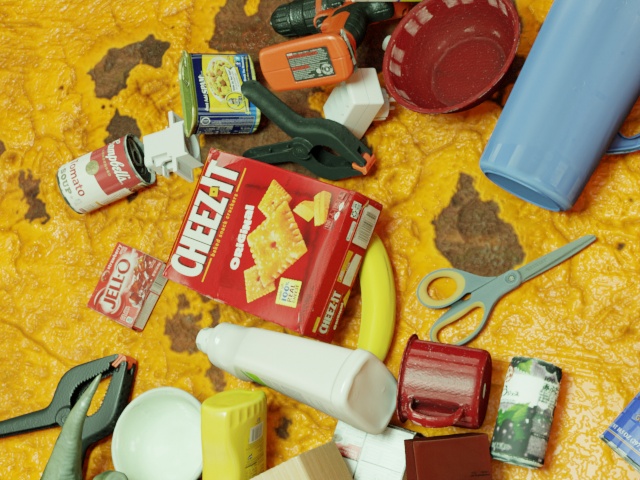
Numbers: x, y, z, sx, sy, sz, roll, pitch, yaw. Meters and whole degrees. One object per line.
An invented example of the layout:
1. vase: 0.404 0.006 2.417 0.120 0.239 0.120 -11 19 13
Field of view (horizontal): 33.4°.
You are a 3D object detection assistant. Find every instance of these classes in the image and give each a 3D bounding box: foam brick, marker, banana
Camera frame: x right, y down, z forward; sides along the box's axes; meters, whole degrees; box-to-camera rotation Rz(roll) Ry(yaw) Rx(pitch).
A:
1. foam brick: 0.126 0.221 1.060 0.078 0.051 0.053 -4 82 -9
2. marker: 0.124 -0.205 1.234 0.121 0.020 0.020 32 87 26
3. banana: 0.051 0.052 1.174 0.070 0.037 0.198 -28 63 30

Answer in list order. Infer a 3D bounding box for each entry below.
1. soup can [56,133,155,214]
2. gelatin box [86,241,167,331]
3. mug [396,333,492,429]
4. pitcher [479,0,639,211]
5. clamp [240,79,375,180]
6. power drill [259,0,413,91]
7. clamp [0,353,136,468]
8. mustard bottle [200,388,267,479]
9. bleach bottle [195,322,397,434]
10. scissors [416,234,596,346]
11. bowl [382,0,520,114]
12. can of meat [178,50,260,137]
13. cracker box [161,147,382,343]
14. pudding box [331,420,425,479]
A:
1. soup can: -0.265 -0.081 1.320 0.102 0.068 0.068 -22 67 14
2. gelatin box: -0.230 0.056 1.283 0.073 0.030 0.089 22 82 26
3. mug: 0.124 0.151 1.074 0.082 0.117 0.093 7 115 18
4. pitcher: 0.275 -0.152 1.107 0.149 0.144 0.243 27 88 41
5. clamp: -0.021 -0.121 1.219 0.172 0.120 0.039 12 52 20
6. power drill: -0.001 -0.239 1.223 0.185 0.057 0.187 -7 32 28
7. clamp: -0.287 0.222 1.249 0.210 0.036 0.165 -42 69 5
8. mustard bottle: -0.090 0.258 1.122 0.058 0.096 0.191 2 96 20
9. bleach bottle: -0.041 0.131 1.130 0.251 0.102 0.068 14 66 39
10. scissors: 0.186 0.033 1.137 0.202 0.016 0.096 -43 64 4
11. bowl: 0.151 -0.198 1.168 0.162 0.055 0.162 -15 59 27
12. can of meat: -0.122 -0.176 1.282 0.083 0.057 0.102 -3 69 -17
13. cracker box: -0.058 0.001 1.187 0.214 0.072 0.164 19 87 34
14. pudding box: 0.049 0.242 1.112 0.090 0.039 0.113 14 81 24
